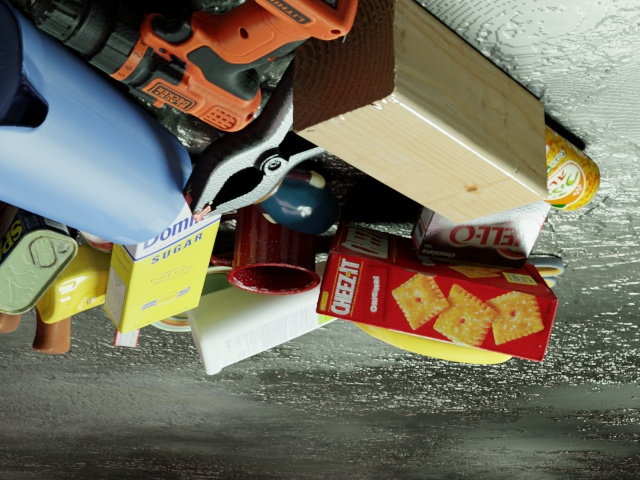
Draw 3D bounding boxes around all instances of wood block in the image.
[{"bbox_3d":[0.080,-0.094,0.803,0.091,0.090,0.205,-16,152,37],"label":"wood block"}]

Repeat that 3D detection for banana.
[{"bbox_3d":[0.127,0.098,1.084,0.197,0.037,0.070,8,-168,-22],"label":"banana"}]

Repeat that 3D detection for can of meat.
[{"bbox_3d":[-0.279,0.003,0.988,0.057,0.084,0.102,23,118,-44],"label":"can of meat"}]

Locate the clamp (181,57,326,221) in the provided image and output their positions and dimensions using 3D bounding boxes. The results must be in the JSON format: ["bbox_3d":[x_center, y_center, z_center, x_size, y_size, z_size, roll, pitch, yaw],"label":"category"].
[{"bbox_3d":[-0.043,-0.080,0.848,0.171,0.039,0.120,-33,142,3],"label":"clamp"}]

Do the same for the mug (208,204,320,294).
[{"bbox_3d":[-0.057,0.001,1.068,0.117,0.081,0.093,2,159,-2],"label":"mug"}]

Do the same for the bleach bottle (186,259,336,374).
[{"bbox_3d":[-0.018,0.067,1.175,0.250,0.068,0.102,-18,154,-11],"label":"bleach bottle"}]

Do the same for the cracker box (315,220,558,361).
[{"bbox_3d":[0.111,0.044,1.043,0.213,0.072,0.164,13,-169,2],"label":"cracker box"}]

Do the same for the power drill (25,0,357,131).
[{"bbox_3d":[-0.081,-0.152,0.711,0.184,0.057,0.188,25,151,-32],"label":"power drill"}]

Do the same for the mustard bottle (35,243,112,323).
[{"bbox_3d":[-0.199,0.023,1.102,0.191,0.058,0.096,-20,159,-32],"label":"mustard bottle"}]

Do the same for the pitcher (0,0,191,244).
[{"bbox_3d":[-0.213,-0.083,0.827,0.145,0.149,0.242,-27,153,16],"label":"pitcher"}]

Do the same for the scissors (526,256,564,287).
[{"bbox_3d":[0.187,0.045,1.248,0.202,0.016,0.096,-7,157,23],"label":"scissors"}]

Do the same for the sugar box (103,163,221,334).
[{"bbox_3d":[-0.150,0.010,1.020,0.093,0.048,0.176,-21,150,-32],"label":"sugar box"}]

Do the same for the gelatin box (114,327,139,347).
[{"bbox_3d":[-0.234,0.085,1.311,0.030,0.073,0.089,6,158,-10],"label":"gelatin box"}]

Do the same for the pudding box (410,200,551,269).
[{"bbox_3d":[0.151,-0.024,0.992,0.113,0.039,0.090,9,124,-13],"label":"pudding box"}]
